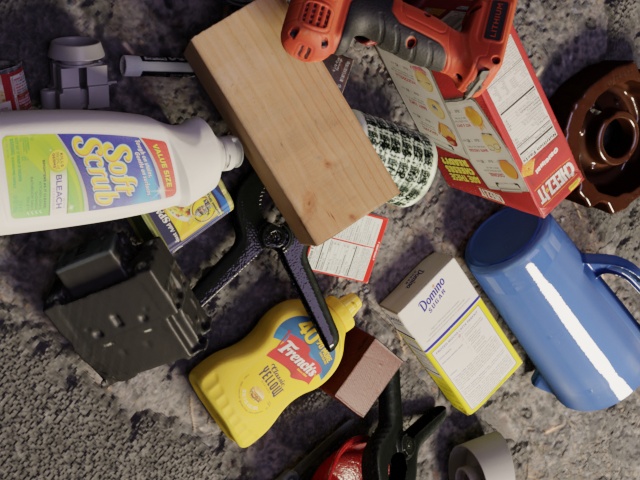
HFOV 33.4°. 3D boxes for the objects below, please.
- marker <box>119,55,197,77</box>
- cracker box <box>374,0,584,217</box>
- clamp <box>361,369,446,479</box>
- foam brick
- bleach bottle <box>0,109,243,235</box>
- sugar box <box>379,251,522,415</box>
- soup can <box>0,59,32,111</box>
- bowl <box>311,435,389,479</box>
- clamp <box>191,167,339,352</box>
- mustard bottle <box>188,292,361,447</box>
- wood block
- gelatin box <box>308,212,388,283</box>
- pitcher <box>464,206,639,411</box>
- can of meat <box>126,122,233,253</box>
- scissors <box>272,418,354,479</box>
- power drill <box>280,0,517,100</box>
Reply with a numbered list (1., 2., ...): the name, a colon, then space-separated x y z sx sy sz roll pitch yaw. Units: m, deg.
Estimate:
1. marker: -0.124 -0.159 0.983 0.120 0.020 0.020 -3 105 -30
2. cracker box: 0.154 -0.139 1.069 0.072 0.164 0.213 -40 120 -13
3. clamp: 0.090 0.224 1.173 0.120 0.039 0.171 34 58 -32
4. foam brick: 0.039 0.140 1.141 0.051 0.053 0.078 42 81 -32
5. bleach bottle: -0.175 -0.068 0.879 0.250 0.068 0.102 -11 108 -36
6. sugar box: 0.149 0.105 1.203 0.093 0.048 0.176 -43 117 -14
7. soup can: -0.271 -0.093 0.885 0.068 0.069 0.102 -18 112 -26
8. bowl: 0.030 0.293 1.153 0.161 0.055 0.162 23 61 -51
9. clamp: -0.057 0.001 1.041 0.164 0.036 0.210 4 88 -14
10. mustard bottle: -0.034 0.117 1.088 0.191 0.058 0.096 -38 112 -18
11. wood block: -0.028 -0.106 0.948 0.090 0.091 0.206 -33 97 -9
12. gelatin box: 0.019 -0.001 1.105 0.089 0.030 0.073 14 97 -32
13. pitcher: 0.279 0.069 1.217 0.149 0.145 0.242 -48 119 -13
14. can of meat: -0.140 -0.046 0.983 0.083 0.058 0.102 -37 119 -19
15. scissors: -0.050 0.252 1.140 0.096 0.016 0.201 41 81 -32
16. power drill: 0.071 -0.211 0.909 0.187 0.057 0.184 18 68 -5
